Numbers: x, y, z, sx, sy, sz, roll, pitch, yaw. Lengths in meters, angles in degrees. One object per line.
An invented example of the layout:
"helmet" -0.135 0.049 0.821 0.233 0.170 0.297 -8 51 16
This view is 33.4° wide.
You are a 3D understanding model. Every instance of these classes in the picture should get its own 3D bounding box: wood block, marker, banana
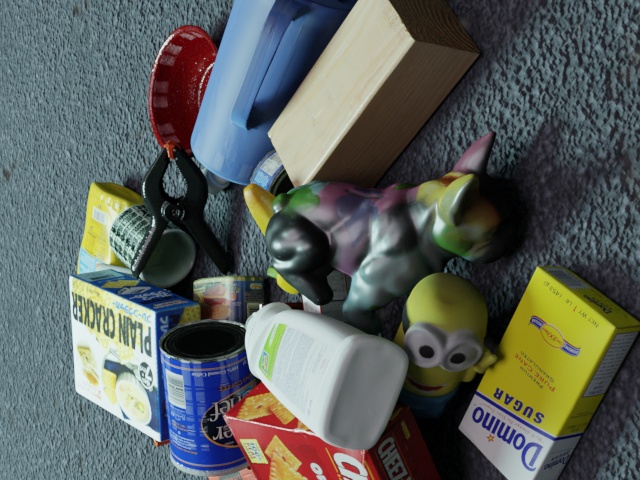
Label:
"wood block" 0.047 -0.143 1.042 0.206 0.090 0.090 -52 52 36
"marker" -0.238 0.048 1.399 0.121 0.020 0.020 10 98 24
"banana" -0.041 0.010 1.124 0.070 0.037 0.198 22 154 16

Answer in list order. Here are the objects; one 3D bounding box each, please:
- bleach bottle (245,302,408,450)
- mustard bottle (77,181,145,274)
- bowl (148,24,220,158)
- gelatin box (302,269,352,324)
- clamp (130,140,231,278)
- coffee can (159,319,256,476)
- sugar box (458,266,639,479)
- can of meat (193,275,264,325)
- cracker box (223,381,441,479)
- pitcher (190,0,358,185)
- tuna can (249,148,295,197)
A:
"bleach bottle" -0.013 0.105 0.998 0.251 0.068 0.102 28 98 64
"mustard bottle" -0.293 0.022 1.468 0.096 0.058 0.192 26 109 38
"bowl" -0.145 -0.177 1.296 0.162 0.055 0.162 -1 89 50
"gelatin box" 0.016 0.049 1.090 0.030 0.073 0.089 -18 76 49
"clamp" -0.162 -0.031 1.272 0.039 0.120 0.171 -110 25 -70
"coffee can" -0.119 0.170 1.165 0.103 0.102 0.140 22 121 48
"sugar box" 0.190 0.118 0.906 0.093 0.048 0.176 43 120 41
"can of meat" -0.107 0.086 1.250 0.102 0.057 0.084 -7 82 50
"cracker box" 0.020 0.230 1.033 0.214 0.072 0.164 2 123 50
"pitcher" -0.055 -0.176 1.127 0.145 0.148 0.243 54 131 36
"tuna can" -0.032 -0.057 1.139 0.034 0.085 0.086 37 117 42
